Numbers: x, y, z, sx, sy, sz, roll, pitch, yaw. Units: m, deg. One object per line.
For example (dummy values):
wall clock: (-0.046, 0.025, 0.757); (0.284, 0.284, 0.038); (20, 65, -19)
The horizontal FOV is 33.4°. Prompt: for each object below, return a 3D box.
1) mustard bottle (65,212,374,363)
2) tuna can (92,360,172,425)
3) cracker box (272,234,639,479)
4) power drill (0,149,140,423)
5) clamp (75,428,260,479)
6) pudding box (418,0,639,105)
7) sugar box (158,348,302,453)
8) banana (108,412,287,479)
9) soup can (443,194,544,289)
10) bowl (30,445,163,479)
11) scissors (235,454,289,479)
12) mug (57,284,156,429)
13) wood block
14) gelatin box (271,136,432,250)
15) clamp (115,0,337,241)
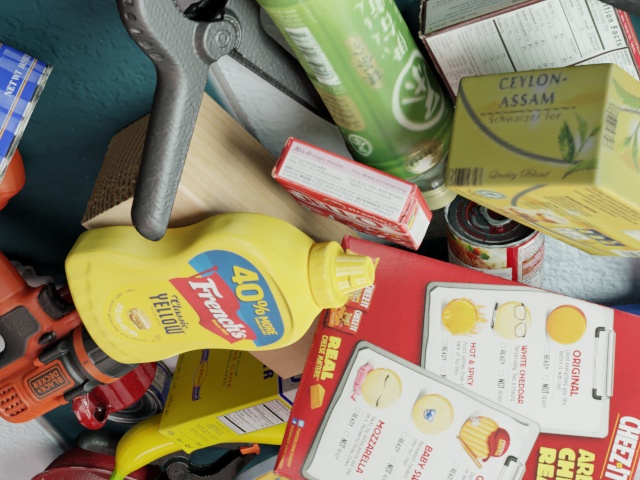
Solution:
mustard bottle: (-0.059, 0.028, 0.676); (0.192, 0.058, 0.096); (-7, 123, 20)
tuna can: (-0.182, 0.134, 0.983); (0.086, 0.033, 0.086); (6, 139, 5)
cracker box: (0.096, 0.104, 0.682); (0.214, 0.164, 0.072); (16, 177, 18)
power drill: (-0.208, 0.029, 0.785); (0.185, 0.057, 0.187); (-29, 96, 22)
clamp: (-0.147, 0.208, 1.022); (0.171, 0.039, 0.120); (-24, 117, -6)
pudding box: (0.126, -0.115, 0.629); (0.114, 0.039, 0.090); (-14, 134, 23)
sugar box: (-0.050, 0.110, 0.883); (0.177, 0.093, 0.048); (-24, 129, 33)
banana: (-0.104, 0.179, 0.986); (0.197, 0.037, 0.070); (-11, 138, -8)
soup can: (0.123, 0.012, 0.752); (0.068, 0.068, 0.102); (1, 139, 11)
bowl: (-0.220, 0.256, 1.114); (0.162, 0.055, 0.162); (6, 139, 5)
scissors: (0.014, 0.193, 1.016); (0.202, 0.016, 0.096); (-27, 159, 13)
mug: (-0.186, 0.101, 0.888); (0.093, 0.117, 0.081); (-11, 141, 6)
wood block: (-0.055, 0.000, 0.760); (0.091, 0.090, 0.206); (-24, 129, 34)
gelatin box: (0.021, -0.028, 0.667); (0.089, 0.030, 0.073); (21, 173, 17)
clamp: (-0.058, -0.121, 0.626); (0.036, 0.164, 0.210); (25, 133, 44)
